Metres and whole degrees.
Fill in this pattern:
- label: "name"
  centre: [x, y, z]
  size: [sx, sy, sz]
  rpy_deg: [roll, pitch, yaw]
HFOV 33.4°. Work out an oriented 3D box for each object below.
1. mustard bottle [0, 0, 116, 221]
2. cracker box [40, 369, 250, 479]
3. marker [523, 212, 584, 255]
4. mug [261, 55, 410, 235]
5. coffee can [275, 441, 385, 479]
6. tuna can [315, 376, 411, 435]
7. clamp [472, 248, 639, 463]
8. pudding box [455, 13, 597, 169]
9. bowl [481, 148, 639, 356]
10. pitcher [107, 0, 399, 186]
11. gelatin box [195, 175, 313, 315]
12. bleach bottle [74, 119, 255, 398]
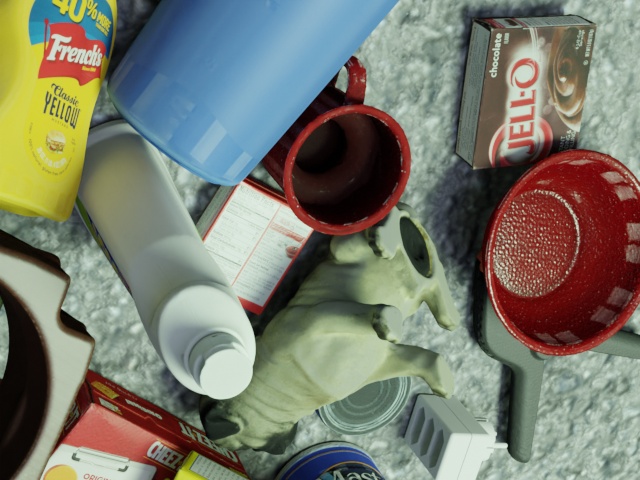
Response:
- label: "mustard bottle"
  centre: [-0.167, -0.113, 0.645]
  size: [0.096, 0.058, 0.191]
  rpy_deg: [29, 72, -63]
- label: "cracker box"
  centre: [-0.180, 0.221, 0.811]
  size: [0.164, 0.072, 0.214]
  rpy_deg: [36, 95, -32]
- label: "marker"
  centre: [0.214, 0.004, 0.903]
  size: [0.121, 0.020, 0.020]
  rpy_deg: [24, 102, -30]
- label: "mug"
  centre: [0.007, -0.073, 0.745]
  size: [0.093, 0.082, 0.117]
  rpy_deg: [0, 113, -23]
- label: "coffee can"
  centre: [0.027, 0.245, 0.866]
  size: [0.102, 0.140, 0.103]
  rpy_deg: [-9, 116, -19]
- label: "tuna can"
  centre: [0.031, 0.116, 0.871]
  size: [0.086, 0.034, 0.086]
  rpy_deg: [-9, 116, -19]
- label: "clamp"
  centre: [0.200, 0.080, 0.921]
  size: [0.164, 0.036, 0.210]
  rpy_deg: [-32, 119, -4]
- label: "pudding box"
  centre: [0.155, -0.113, 0.812]
  size: [0.090, 0.039, 0.113]
  rpy_deg: [-7, 116, -20]
- label: "bowl"
  centre: [0.185, 0.007, 0.843]
  size: [0.161, 0.055, 0.162]
  rpy_deg: [-4, 100, -24]
- label: "pitcher"
  centre: [-0.032, -0.164, 0.671]
  size: [0.243, 0.149, 0.144]
  rpy_deg: [-51, 139, 9]
- label: "gelatin box"
  centre: [-0.055, 0.001, 0.785]
  size: [0.073, 0.030, 0.089]
  rpy_deg: [26, 102, -29]
- label: "bleach bottle"
  centre: [-0.095, 0.012, 0.643]
  size: [0.068, 0.251, 0.102]
  rpy_deg: [-28, 121, -9]
